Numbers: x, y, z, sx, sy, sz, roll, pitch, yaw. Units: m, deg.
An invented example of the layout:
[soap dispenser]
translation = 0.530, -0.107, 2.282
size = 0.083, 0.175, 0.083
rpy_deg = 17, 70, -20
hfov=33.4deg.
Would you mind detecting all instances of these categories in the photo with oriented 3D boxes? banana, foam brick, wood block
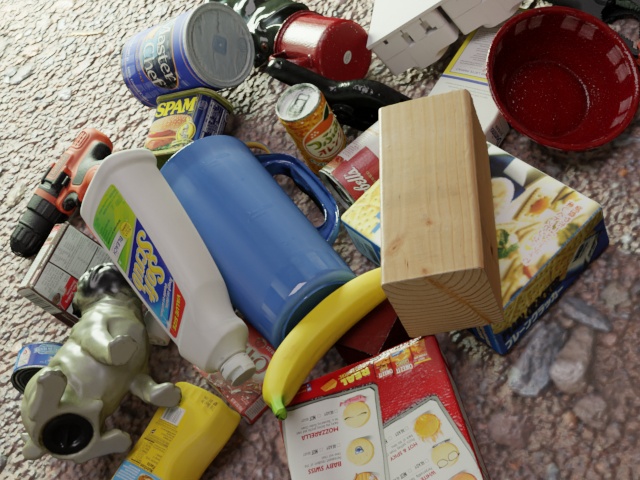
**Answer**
[banana]
translation = 0.004, 0.091, 0.987
size = 0.070, 0.037, 0.197
rpy_deg = 11, 50, 44
[foam brick]
translation = 0.058, 0.086, 1.035
size = 0.051, 0.053, 0.078
rpy_deg = 15, 64, 33
[wood block]
translation = 0.109, -0.028, 0.977
size = 0.090, 0.090, 0.206
rpy_deg = -11, 51, 16

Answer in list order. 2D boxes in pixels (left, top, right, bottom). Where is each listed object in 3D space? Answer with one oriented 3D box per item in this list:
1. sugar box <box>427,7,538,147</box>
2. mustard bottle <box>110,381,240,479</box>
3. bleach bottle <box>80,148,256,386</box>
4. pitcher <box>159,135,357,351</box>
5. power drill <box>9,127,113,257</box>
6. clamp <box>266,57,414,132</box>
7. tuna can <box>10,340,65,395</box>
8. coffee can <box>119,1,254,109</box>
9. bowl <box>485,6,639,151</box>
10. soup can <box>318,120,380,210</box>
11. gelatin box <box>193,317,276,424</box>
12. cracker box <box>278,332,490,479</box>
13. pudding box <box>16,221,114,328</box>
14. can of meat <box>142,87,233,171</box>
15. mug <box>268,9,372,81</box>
[sugar box]
translation = 0.187, -0.178, 1.170
size = 0.093, 0.048, 0.176
rpy_deg = 21, 70, 37
[mustard bottle]
translation = -0.159, 0.231, 1.026
size = 0.096, 0.058, 0.191
rpy_deg = 10, 60, 52
[bleach bottle]
translation = -0.140, 0.032, 1.048
size = 0.251, 0.067, 0.103
rpy_deg = 52, 131, 21
[pitcher]
translation = -0.057, 0.001, 1.110
size = 0.149, 0.144, 0.243
rpy_deg = -54, 52, 13
[power drill]
translation = -0.280, -0.046, 1.263
size = 0.188, 0.057, 0.184
rpy_deg = 18, 73, 49
[clamp]
translation = 0.021, -0.159, 1.190
size = 0.172, 0.120, 0.039
rpy_deg = 3, 66, 22
[tuna can]
translation = -0.283, 0.141, 1.134
size = 0.086, 0.086, 0.033
rpy_deg = -8, 52, 20
[coffee can]
translation = -0.163, -0.223, 1.301
size = 0.141, 0.102, 0.102
rpy_deg = -8, 50, 47
[bowl]
translation = 0.242, -0.157, 1.096
size = 0.162, 0.055, 0.162
rpy_deg = 2, 72, -6
[soup can]
translation = 0.058, -0.081, 1.145
size = 0.102, 0.068, 0.069
rpy_deg = -41, 50, -7
[gelatin box]
translation = -0.075, 0.130, 1.080
size = 0.073, 0.030, 0.089
rpy_deg = -44, 50, -10
[cracker box]
translation = 0.061, 0.208, 0.934
size = 0.164, 0.072, 0.214
rpy_deg = -23, 51, 9
[pudding box]
translation = -0.262, 0.047, 1.175
size = 0.039, 0.113, 0.090
rpy_deg = -10, 48, 49
[can of meat]
translation = -0.161, -0.128, 1.275
size = 0.102, 0.057, 0.084
rpy_deg = -4, 63, 40
[mug]
translation = -0.004, -0.216, 1.235
size = 0.117, 0.093, 0.082
rpy_deg = -17, 23, -33
